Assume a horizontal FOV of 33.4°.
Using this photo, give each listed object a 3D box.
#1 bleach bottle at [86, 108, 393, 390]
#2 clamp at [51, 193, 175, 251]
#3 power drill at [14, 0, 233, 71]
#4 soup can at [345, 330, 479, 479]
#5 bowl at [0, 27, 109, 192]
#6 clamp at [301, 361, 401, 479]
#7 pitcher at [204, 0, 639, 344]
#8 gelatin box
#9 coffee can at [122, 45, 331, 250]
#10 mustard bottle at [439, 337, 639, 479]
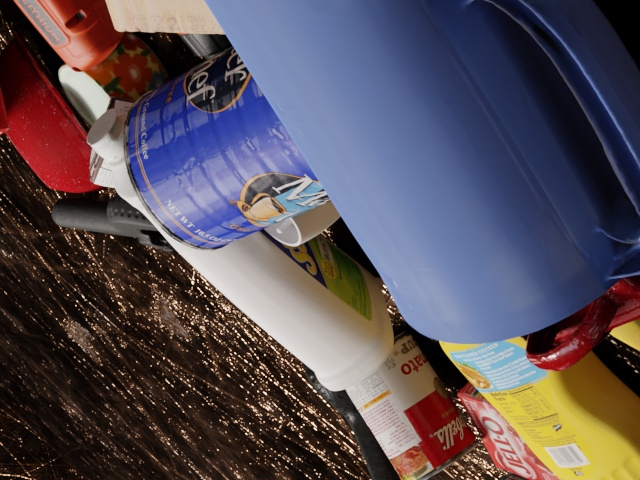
[{"bbox_3d":[-0.055,0.001,0.727,0.250,0.068,0.102,40,-156,-33],"label":"bleach bottle"},{"bbox_3d":[-0.119,-0.008,0.859,0.164,0.036,0.210,17,170,-23],"label":"clamp"},{"bbox_3d":[-0.119,-0.158,0.696,0.188,0.057,0.184,1,134,49],"label":"power drill"},{"bbox_3d":[0.067,0.130,0.827,0.102,0.068,0.069,58,156,8],"label":"soup can"},{"bbox_3d":[-0.229,-0.096,0.894,0.162,0.055,0.162,54,175,7],"label":"bowl"},{"bbox_3d":[0.038,0.129,0.896,0.171,0.039,0.120,59,-161,7],"label":"clamp"},{"bbox_3d":[0.038,-0.081,0.411,0.149,0.145,0.242,-22,124,24],"label":"pitcher"},{"bbox_3d":[0.151,0.144,0.795,0.073,0.030,0.089,13,141,48],"label":"gelatin box"},{"bbox_3d":[-0.025,-0.063,0.594,0.141,0.102,0.102,-21,115,34],"label":"coffee can"},{"bbox_3d":[0.132,0.078,0.689,0.191,0.058,0.096,47,153,-7],"label":"mustard bottle"}]
